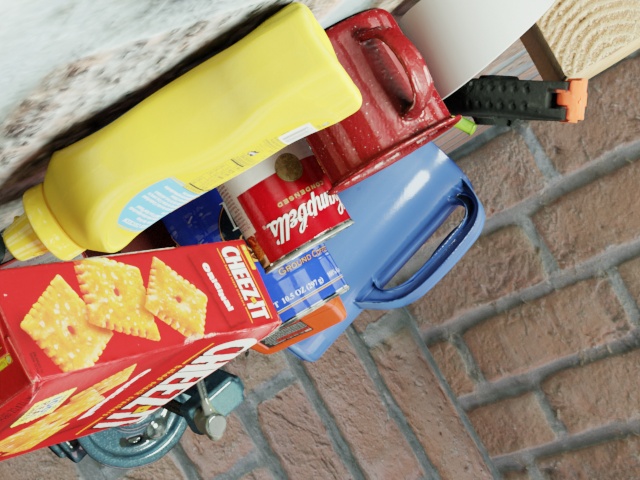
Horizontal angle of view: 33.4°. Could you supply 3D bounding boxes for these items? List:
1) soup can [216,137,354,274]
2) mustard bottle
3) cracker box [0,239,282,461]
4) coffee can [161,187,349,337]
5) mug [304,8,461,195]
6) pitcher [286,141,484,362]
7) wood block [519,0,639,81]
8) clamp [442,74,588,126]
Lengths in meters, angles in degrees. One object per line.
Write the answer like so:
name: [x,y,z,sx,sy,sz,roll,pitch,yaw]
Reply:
soup can: [-0.032,-0.038,0.700,0.068,0.102,0.068,-30,178,-1]
mustard bottle: [-0.075,-0.044,0.532,0.192,0.058,0.096,-30,177,7]
cracker box: [-0.149,0.073,0.635,0.164,0.072,0.213,-34,165,30]
coffee can: [-0.055,0.001,0.825,0.103,0.140,0.103,-30,178,-1]
mug: [0.028,-0.087,0.630,0.093,0.081,0.117,-29,179,-22]
pitcher: [0.034,0.002,1.041,0.243,0.145,0.149,-50,-166,-3]
wood block: [0.197,-0.174,0.803,0.090,0.091,0.206,-30,178,11]
clamp: [0.116,-0.101,0.769,0.164,0.036,0.210,1,-174,-15]
